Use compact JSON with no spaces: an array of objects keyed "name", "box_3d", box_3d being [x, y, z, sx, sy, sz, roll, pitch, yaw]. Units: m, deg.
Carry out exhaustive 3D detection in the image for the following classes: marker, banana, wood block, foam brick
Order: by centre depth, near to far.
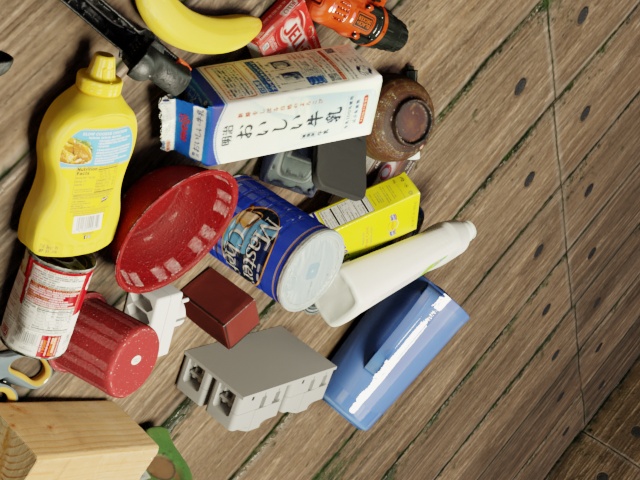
[{"name":"banana","box_3d":[-0.120,-0.213,1.013,0.069,0.037,0.197,-59,150,5]},{"name":"wood block","box_3d":[-0.279,0.232,1.136,0.091,0.090,0.205,-56,155,9]},{"name":"foam brick","box_3d":[-0.118,0.080,1.255,0.051,0.078,0.053,-42,149,-25]},{"name":"marker","box_3d":[0.118,-0.166,1.385,0.020,0.020,0.121,-19,112,-47]}]

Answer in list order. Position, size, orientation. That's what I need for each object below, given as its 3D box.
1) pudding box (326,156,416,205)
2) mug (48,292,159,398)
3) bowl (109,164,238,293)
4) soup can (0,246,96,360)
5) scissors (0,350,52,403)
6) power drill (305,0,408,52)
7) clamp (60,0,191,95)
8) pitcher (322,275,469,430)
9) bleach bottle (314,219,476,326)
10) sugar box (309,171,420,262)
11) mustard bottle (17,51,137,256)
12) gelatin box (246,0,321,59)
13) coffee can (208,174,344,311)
[{"name":"pudding box","box_3d":[0.068,-0.078,1.414,0.113,0.039,0.089,-60,149,5]},{"name":"mug","box_3d":[-0.224,0.121,1.121,0.093,0.082,0.117,-41,145,-43]},{"name":"bowl","box_3d":[-0.162,-0.023,1.099,0.162,0.055,0.162,-39,157,-21]},{"name":"soup can","box_3d":[-0.264,0.056,1.030,0.068,0.069,0.102,-5,123,-54]},{"name":"scissors","box_3d":[-0.340,0.130,1.041,0.096,0.016,0.201,-57,150,1]},{"name":"power drill","box_3d":[0.076,-0.307,1.189,0.184,0.057,0.188,6,113,-57]},{"name":"clamp","box_3d":[-0.167,-0.175,0.945,0.039,0.120,0.171,-39,173,6]},{"name":"pitcher","box_3d":[0.102,0.162,1.604,0.243,0.145,0.149,-51,129,-5]},{"name":"bleach bottle","box_3d":[0.111,0.031,1.430,0.250,0.068,0.103,-24,171,-35]},{"name":"sugar box","box_3d":[0.040,-0.016,1.359,0.176,0.048,0.093,-27,152,-13]},{"name":"mustard bottle","box_3d":[-0.216,-0.081,0.978,0.096,0.058,0.192,-11,127,-47]},{"name":"gelatin box","box_3d":[-0.038,-0.209,1.142,0.073,0.030,0.089,-48,149,-15]},{"name":"coffee can","box_3d":[-0.058,0.001,1.204,0.102,0.140,0.103,-36,144,-32]}]
